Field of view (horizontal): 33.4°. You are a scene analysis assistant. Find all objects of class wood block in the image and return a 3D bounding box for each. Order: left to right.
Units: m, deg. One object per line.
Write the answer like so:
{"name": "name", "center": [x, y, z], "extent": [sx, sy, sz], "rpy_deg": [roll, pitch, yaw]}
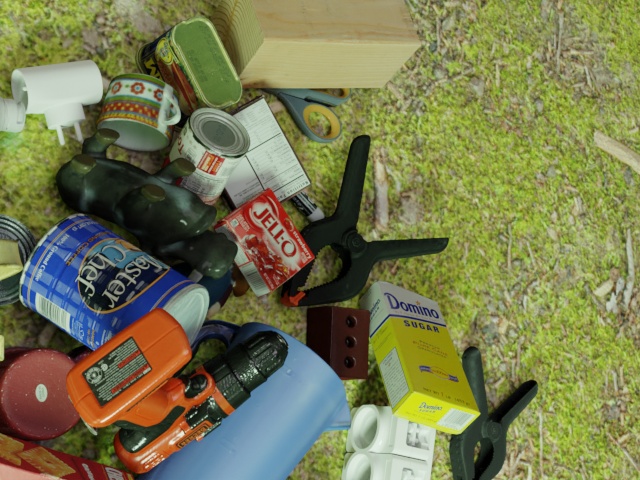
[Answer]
{"name": "wood block", "center": [-0.005, -0.229, 1.179], "extent": [0.205, 0.091, 0.090], "rpy_deg": [-6, 67, -33]}

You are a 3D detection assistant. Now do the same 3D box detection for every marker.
{"name": "marker", "center": [-0.022, -0.046, 1.189], "extent": [0.121, 0.020, 0.020], "rpy_deg": [47, 60, -17]}

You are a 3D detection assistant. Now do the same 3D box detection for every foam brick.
{"name": "foam brick", "center": [0.019, 0.113, 1.167], "extent": [0.052, 0.051, 0.078], "rpy_deg": [9, 76, -32]}

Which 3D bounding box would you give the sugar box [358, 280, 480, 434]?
{"name": "sugar box", "center": [0.106, 0.124, 1.168], "extent": [0.093, 0.048, 0.176], "rpy_deg": [22, 34, -29]}

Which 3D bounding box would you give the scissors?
{"name": "scissors", "center": [-0.049, -0.156, 1.193], "extent": [0.201, 0.016, 0.096], "rpy_deg": [-3, 82, -33]}

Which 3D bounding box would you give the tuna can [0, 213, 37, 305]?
{"name": "tuna can", "center": [-0.305, 0.020, 0.985], "extent": [0.086, 0.034, 0.086], "rpy_deg": [6, 78, -32]}

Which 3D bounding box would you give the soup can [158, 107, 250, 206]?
{"name": "soup can", "center": [-0.121, -0.074, 1.068], "extent": [0.068, 0.102, 0.068], "rpy_deg": [21, 41, -19]}

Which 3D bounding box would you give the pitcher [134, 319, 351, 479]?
{"name": "pitcher", "center": [-0.099, 0.201, 1.039], "extent": [0.242, 0.149, 0.145], "rpy_deg": [-51, 129, -25]}

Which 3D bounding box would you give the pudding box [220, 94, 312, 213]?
{"name": "pudding box", "center": [-0.074, -0.085, 1.137], "extent": [0.090, 0.039, 0.113], "rpy_deg": [-31, 101, -15]}

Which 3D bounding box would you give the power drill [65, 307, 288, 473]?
{"name": "power drill", "center": [-0.120, 0.121, 0.913], "extent": [0.184, 0.187, 0.057], "rpy_deg": [-38, 64, -4]}

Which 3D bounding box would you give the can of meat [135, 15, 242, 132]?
{"name": "can of meat", "center": [-0.134, -0.171, 1.100], "extent": [0.057, 0.084, 0.102], "rpy_deg": [-31, 99, -33]}

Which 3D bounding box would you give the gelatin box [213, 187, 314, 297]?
{"name": "gelatin box", "center": [-0.057, 0.001, 1.091], "extent": [0.073, 0.030, 0.089], "rpy_deg": [-38, 101, -40]}

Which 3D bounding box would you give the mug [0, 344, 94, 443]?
{"name": "mug", "center": [-0.253, 0.133, 0.969], "extent": [0.117, 0.082, 0.093], "rpy_deg": [-36, 101, -32]}

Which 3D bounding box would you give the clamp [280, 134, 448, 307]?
{"name": "clamp", "center": [0.029, -0.007, 1.180], "extent": [0.209, 0.036, 0.164], "rpy_deg": [-36, 98, -24]}

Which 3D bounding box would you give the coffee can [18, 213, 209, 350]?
{"name": "coffee can", "center": [-0.188, 0.053, 0.976], "extent": [0.140, 0.103, 0.102], "rpy_deg": [30, 60, 16]}

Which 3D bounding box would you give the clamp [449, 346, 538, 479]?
{"name": "clamp", "center": [0.204, 0.222, 1.276], "extent": [0.120, 0.039, 0.171], "rpy_deg": [19, 78, -24]}
